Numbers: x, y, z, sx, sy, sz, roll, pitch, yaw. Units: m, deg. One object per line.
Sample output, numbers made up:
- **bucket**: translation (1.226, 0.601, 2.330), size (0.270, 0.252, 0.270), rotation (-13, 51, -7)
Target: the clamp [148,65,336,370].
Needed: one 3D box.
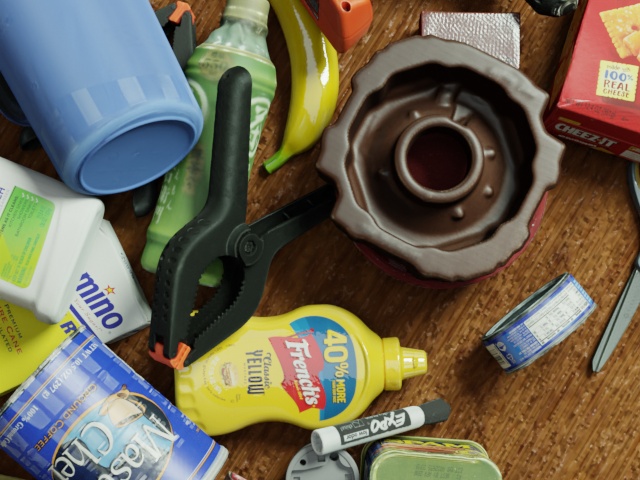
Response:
- **clamp**: translation (-0.055, 0.001, 0.783), size (0.036, 0.164, 0.210), rotation (16, 78, 44)

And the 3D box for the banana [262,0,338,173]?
- **banana**: translation (-0.023, -0.155, 0.848), size (0.069, 0.037, 0.198), rotation (-6, 86, -1)

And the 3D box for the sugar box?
- **sugar box**: translation (-0.228, 0.061, 0.829), size (0.176, 0.048, 0.093), rotation (-27, 86, -1)

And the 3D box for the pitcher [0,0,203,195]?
- **pitcher**: translation (-0.189, -0.151, 0.781), size (0.145, 0.149, 0.243), rotation (-26, 72, -9)

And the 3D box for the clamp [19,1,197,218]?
- **clamp**: translation (-0.159, -0.116, 0.846), size (0.120, 0.039, 0.171), rotation (22, 83, -3)

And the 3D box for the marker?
- **marker**: translation (0.049, 0.140, 0.810), size (0.120, 0.020, 0.020), rotation (-9, 85, -30)

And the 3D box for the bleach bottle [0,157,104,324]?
- **bleach bottle**: translation (-0.291, -0.028, 0.769), size (0.250, 0.068, 0.102), rotation (20, 85, -4)

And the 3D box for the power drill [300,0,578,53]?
- **power drill**: translation (0.079, -0.211, 0.806), size (0.187, 0.057, 0.184), rotation (-25, 62, -15)

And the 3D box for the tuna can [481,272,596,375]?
- **tuna can**: translation (0.164, 0.062, 0.807), size (0.086, 0.086, 0.034), rotation (-38, 85, -3)

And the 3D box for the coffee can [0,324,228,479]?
- **coffee can**: translation (-0.151, 0.144, 0.758), size (0.140, 0.103, 0.103), rotation (42, 87, -3)

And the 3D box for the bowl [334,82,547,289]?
- **bowl**: translation (0.091, -0.042, 0.830), size (0.162, 0.055, 0.162), rotation (0, 86, 0)

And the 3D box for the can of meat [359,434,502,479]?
- **can of meat**: translation (0.082, 0.181, 0.800), size (0.102, 0.084, 0.057), rotation (4, 86, 1)

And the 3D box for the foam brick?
- **foam brick**: translation (0.115, -0.149, 0.840), size (0.078, 0.051, 0.053), rotation (2, 87, 0)

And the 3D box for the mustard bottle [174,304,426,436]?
- **mustard bottle**: translation (-0.015, 0.098, 0.819), size (0.191, 0.058, 0.096), rotation (-3, 87, 0)
